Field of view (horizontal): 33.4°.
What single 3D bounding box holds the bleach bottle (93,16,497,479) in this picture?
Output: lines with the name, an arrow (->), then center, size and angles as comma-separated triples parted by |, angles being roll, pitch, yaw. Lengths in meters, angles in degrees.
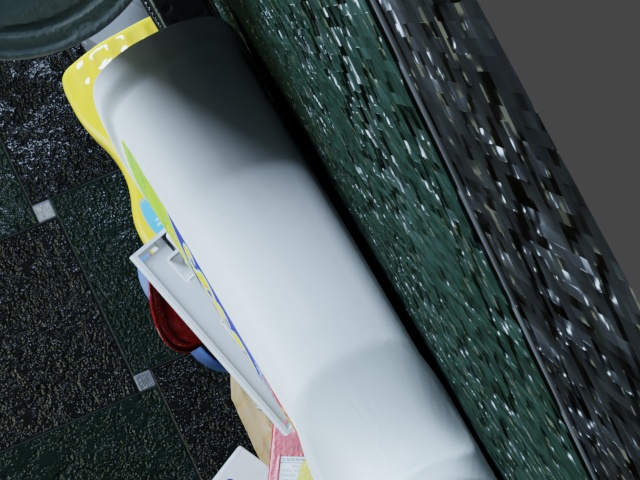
bleach bottle -> -0.002, 0.030, 0.387 | 0.251, 0.068, 0.102 | 57, 173, 36

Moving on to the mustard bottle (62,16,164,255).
mustard bottle -> -0.068, -0.035, 0.624 | 0.192, 0.096, 0.058 | 61, 178, 10
